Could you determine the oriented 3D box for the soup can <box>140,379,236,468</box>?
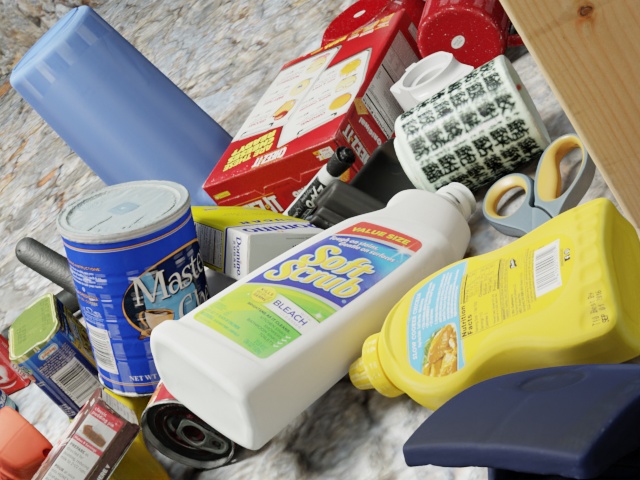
[{"bbox_3d":[-0.077,0.102,0.764,0.069,0.068,0.102,-20,30,33],"label":"soup can"}]

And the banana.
[{"bbox_3d":[-0.143,0.143,0.816,0.070,0.037,0.198,-34,25,10],"label":"banana"}]

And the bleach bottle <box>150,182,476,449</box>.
[{"bbox_3d":[0.012,0.031,0.727,0.103,0.068,0.250,29,52,34],"label":"bleach bottle"}]

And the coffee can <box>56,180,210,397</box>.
[{"bbox_3d":[-0.139,0.036,0.837,0.103,0.140,0.103,-8,25,3],"label":"coffee can"}]

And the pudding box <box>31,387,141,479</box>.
[{"bbox_3d":[-0.161,0.147,0.715,0.090,0.039,0.114,-57,10,-10],"label":"pudding box"}]

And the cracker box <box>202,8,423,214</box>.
[{"bbox_3d":[0.004,-0.114,1.024,0.164,0.072,0.213,-17,32,38],"label":"cracker box"}]

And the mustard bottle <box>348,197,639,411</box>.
[{"bbox_3d":[0.094,0.051,0.624,0.192,0.058,0.096,-26,40,33],"label":"mustard bottle"}]

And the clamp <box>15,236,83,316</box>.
[{"bbox_3d":[-0.201,0.046,0.964,0.172,0.120,0.039,43,120,46],"label":"clamp"}]

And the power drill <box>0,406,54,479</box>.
[{"bbox_3d":[-0.272,0.207,0.759,0.187,0.057,0.184,-44,-15,-26],"label":"power drill"}]

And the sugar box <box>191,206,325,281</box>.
[{"bbox_3d":[-0.056,0.001,0.883,0.093,0.048,0.176,-2,7,-29],"label":"sugar box"}]

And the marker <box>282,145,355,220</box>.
[{"bbox_3d":[-0.002,-0.044,0.915,0.121,0.020,0.020,-47,9,52],"label":"marker"}]

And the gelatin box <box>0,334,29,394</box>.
[{"bbox_3d":[-0.342,0.128,1.063,0.089,0.073,0.030,-25,28,24],"label":"gelatin box"}]

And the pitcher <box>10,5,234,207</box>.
[{"bbox_3d":[-0.190,-0.114,1.077,0.149,0.242,0.145,-29,27,34],"label":"pitcher"}]

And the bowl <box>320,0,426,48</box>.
[{"bbox_3d":[0.055,-0.224,1.165,0.162,0.055,0.162,-30,26,16],"label":"bowl"}]

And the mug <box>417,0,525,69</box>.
[{"bbox_3d":[0.146,-0.200,0.980,0.117,0.093,0.081,10,47,10],"label":"mug"}]

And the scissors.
[{"bbox_3d":[0.136,0.005,0.710,0.096,0.016,0.201,-21,34,43],"label":"scissors"}]

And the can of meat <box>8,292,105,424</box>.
[{"bbox_3d":[-0.227,0.102,0.942,0.057,0.084,0.102,-39,25,-2],"label":"can of meat"}]
